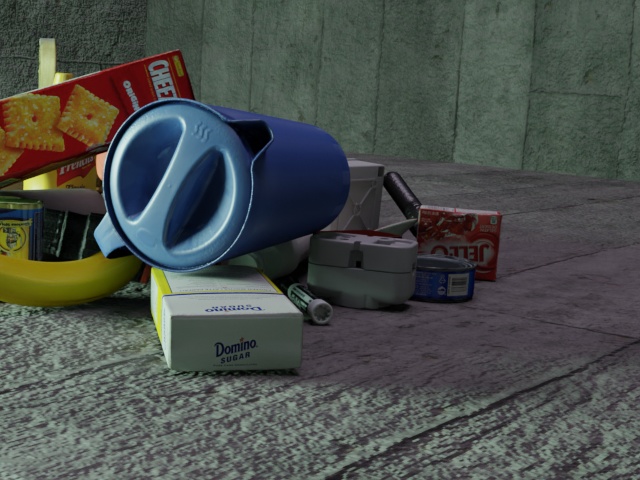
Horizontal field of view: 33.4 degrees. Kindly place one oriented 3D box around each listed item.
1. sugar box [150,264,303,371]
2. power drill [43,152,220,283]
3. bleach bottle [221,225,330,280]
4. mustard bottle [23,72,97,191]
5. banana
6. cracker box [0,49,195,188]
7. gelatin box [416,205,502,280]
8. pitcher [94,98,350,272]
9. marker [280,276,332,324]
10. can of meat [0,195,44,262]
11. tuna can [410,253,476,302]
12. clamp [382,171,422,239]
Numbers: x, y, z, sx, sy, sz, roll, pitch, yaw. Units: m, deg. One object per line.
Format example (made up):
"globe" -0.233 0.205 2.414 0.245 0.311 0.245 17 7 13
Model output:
"sugar box" -0.075 0.055 0.793 0.093 0.048 0.176 0 11 -12
"power drill" -0.189 -0.032 1.045 0.184 0.057 0.187 14 33 -15
"bleach bottle" -0.057 0.001 1.112 0.103 0.068 0.250 -9 10 13
"mustard bottle" -0.282 -0.085 1.161 0.058 0.192 0.096 9 10 35
"banana" -0.215 0.023 0.895 0.197 0.069 0.037 -18 -16 -48
"cracker box" -0.222 -0.104 0.966 0.213 0.072 0.164 -17 6 -8
"gelatin box" 0.148 0.003 1.150 0.089 0.073 0.030 5 9 6
"pitcher" -0.074 -0.045 0.917 0.149 0.145 0.242 15 10 22
"marker" -0.014 0.051 0.935 0.020 0.020 0.121 1 8 -15
"can of meat" -0.286 0.005 0.908 0.102 0.084 0.057 2 8 -11
"tuna can" 0.108 0.036 1.042 0.086 0.034 0.086 3 8 -1
"clamp" 0.130 -0.011 1.270 0.120 0.039 0.171 43 12 -25
